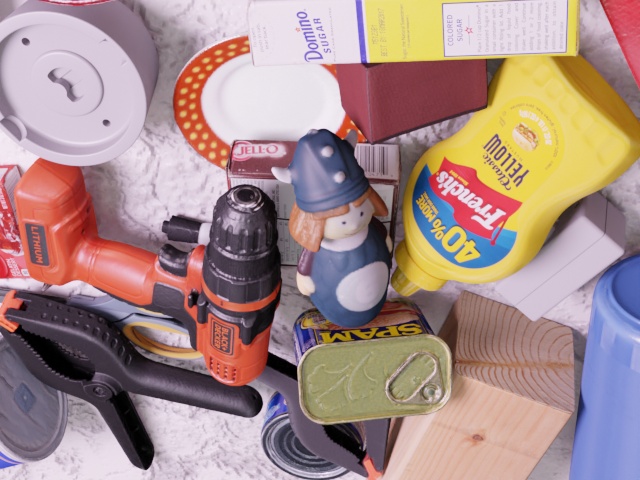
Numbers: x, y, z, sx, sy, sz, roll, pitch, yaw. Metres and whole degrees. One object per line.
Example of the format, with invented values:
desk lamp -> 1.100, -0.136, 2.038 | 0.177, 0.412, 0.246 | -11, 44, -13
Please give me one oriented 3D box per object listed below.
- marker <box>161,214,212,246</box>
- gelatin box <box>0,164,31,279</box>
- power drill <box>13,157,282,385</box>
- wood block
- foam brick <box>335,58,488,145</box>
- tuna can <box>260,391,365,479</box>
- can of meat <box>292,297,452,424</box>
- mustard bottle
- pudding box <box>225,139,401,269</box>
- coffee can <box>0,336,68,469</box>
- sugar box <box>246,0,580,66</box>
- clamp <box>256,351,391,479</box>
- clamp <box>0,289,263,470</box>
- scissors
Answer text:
marker -> -0.055, 0.001, 0.770 | 0.121, 0.020, 0.020 | 11, 129, 2
gelatin box -> -0.250, -0.011, 0.789 | 0.073, 0.030, 0.089 | -1, 127, 11
power drill -> -0.113, 0.007, 0.719 | 0.188, 0.057, 0.184 | 24, 139, 14
wood block -> 0.107, 0.151, 0.812 | 0.091, 0.090, 0.206 | 20, 129, -4
foam brick -> 0.053, -0.100, 0.632 | 0.078, 0.053, 0.051 | -19, 128, -12
tuna can -> -0.006, 0.157, 0.873 | 0.086, 0.033, 0.086 | 5, 128, 6
can of meat -> 0.032, 0.080, 0.735 | 0.102, 0.084, 0.057 | -5, 106, -4
mustard bottle -> 0.106, -0.030, 0.672 | 0.096, 0.058, 0.192 | 52, 125, 17
pudding box -> -0.004, -0.023, 0.716 | 0.113, 0.039, 0.090 | 4, 139, 2
coffee can -> -0.294, 0.143, 0.872 | 0.140, 0.102, 0.102 | -18, 122, 22
sugar box -> 0.052, -0.137, 0.595 | 0.176, 0.093, 0.048 | 1, 125, 9
clamp -> 0.008, 0.102, 0.803 | 0.120, 0.039, 0.171 | -35, 106, 22
clamp -> -0.172, 0.114, 0.858 | 0.209, 0.036, 0.165 | 33, 133, -19
scissors -> -0.176, 0.042, 0.825 | 0.201, 0.016, 0.096 | 20, 131, -6
